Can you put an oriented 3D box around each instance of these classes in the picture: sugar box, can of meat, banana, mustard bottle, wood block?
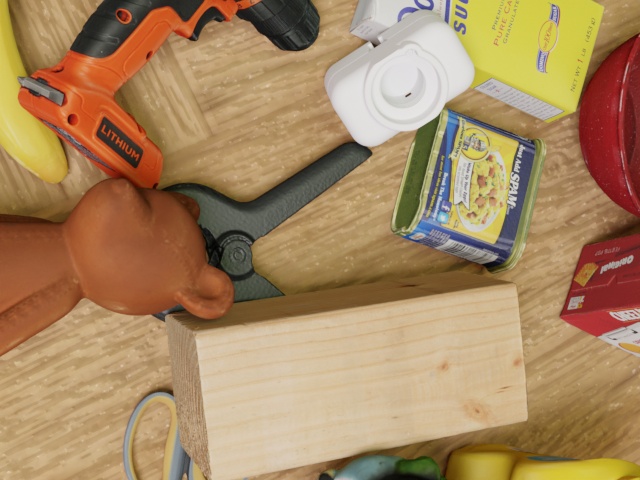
[{"bbox_3d":[0.118,-0.165,0.795,0.176,0.048,0.093,21,77,-17],"label":"sugar box"},{"bbox_3d":[0.105,-0.037,0.768,0.084,0.058,0.102,19,76,-14],"label":"can of meat"},{"bbox_3d":[-0.196,-0.132,0.661,0.069,0.037,0.198,-7,98,-31],"label":"banana"},{"bbox_3d":[0.162,0.166,0.688,0.096,0.192,0.058,19,77,-17],"label":"mustard bottle"},{"bbox_3d":[0.016,0.079,0.673,0.205,0.091,0.090,-8,97,-18],"label":"wood block"}]

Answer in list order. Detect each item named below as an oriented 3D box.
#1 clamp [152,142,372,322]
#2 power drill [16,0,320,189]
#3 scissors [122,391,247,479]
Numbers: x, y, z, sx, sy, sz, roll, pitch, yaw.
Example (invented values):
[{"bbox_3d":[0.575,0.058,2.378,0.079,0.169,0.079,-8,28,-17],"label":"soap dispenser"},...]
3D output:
[{"bbox_3d":[-0.055,0.001,0.715,0.209,0.036,0.164,9,82,-20],"label":"clamp"},{"bbox_3d":[-0.091,-0.126,0.685,0.187,0.057,0.184,-59,138,-8],"label":"power drill"},{"bbox_3d":[-0.086,0.198,0.689,0.096,0.016,0.202,-1,83,-20],"label":"scissors"}]
